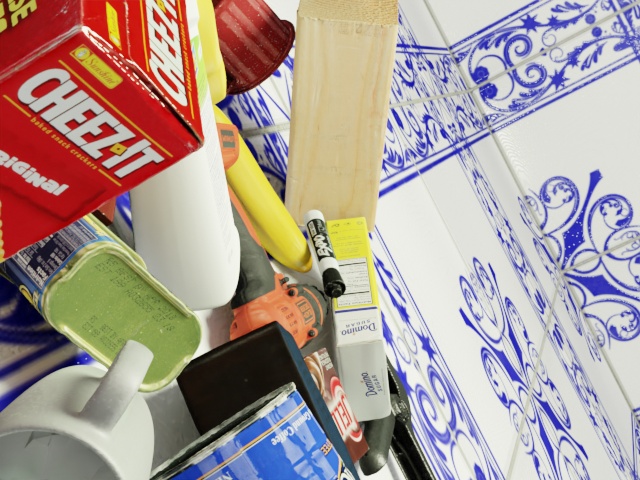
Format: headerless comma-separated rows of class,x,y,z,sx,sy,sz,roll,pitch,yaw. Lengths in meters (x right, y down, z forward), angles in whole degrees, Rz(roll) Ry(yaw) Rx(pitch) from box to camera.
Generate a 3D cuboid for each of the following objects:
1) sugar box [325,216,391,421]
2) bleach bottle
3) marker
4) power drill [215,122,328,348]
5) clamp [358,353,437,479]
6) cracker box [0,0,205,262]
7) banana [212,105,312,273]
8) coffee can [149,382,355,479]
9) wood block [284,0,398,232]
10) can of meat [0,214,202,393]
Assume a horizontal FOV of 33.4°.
sugar box,0.032,0.067,0.952,0.176,0.048,0.093,-99,-179,-53
bleach bottle,-0.094,-0.084,0.652,0.102,0.068,0.251,-98,-177,-59
marker,0.003,0.012,0.936,0.020,0.020,0.121,51,12,-33
power drill,-0.055,0.001,0.837,0.187,0.057,0.184,63,10,1
clamp,0.067,0.169,0.973,0.120,0.039,0.171,52,21,-35
cracker box,-0.152,-0.058,0.397,0.072,0.214,0.164,43,27,-47
banana,-0.060,-0.048,0.926,0.198,0.037,0.069,59,18,-13
coffee can,-0.018,0.159,0.545,0.140,0.103,0.102,57,18,2
wood block,0.017,-0.122,0.994,0.090,0.090,0.206,-85,180,-58
can of meat,-0.119,0.026,0.569,0.084,0.057,0.102,33,-11,48
